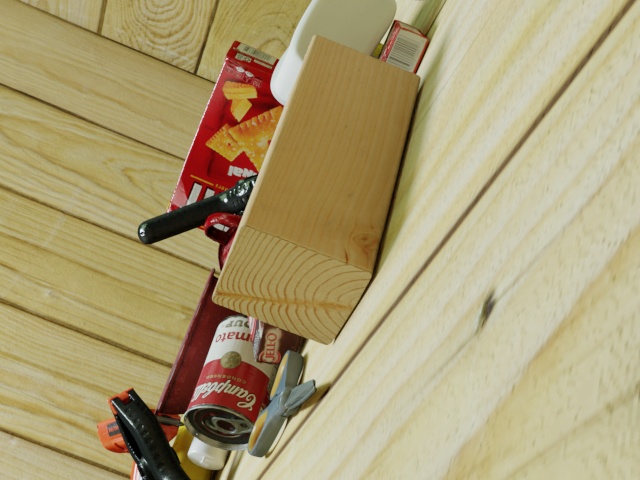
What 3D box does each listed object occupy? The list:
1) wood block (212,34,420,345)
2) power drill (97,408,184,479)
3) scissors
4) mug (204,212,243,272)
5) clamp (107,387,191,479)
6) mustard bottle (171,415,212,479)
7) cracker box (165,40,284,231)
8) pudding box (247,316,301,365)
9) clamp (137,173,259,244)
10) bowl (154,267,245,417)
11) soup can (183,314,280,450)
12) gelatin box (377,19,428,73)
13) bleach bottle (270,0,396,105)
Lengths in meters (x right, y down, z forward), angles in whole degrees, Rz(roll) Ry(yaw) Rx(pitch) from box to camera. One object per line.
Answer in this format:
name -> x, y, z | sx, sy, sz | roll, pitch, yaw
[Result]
wood block -> 0.001, -0.041, 0.769 | 0.090, 0.090, 0.206 | 117, 172, -48
power drill -> -0.206, 0.283, 1.141 | 0.185, 0.057, 0.187 | -24, 59, 40
scissors -> -0.019, 0.104, 0.789 | 0.202, 0.016, 0.096 | 121, 169, -57
mug -> -0.057, 0.001, 1.043 | 0.082, 0.117, 0.093 | -46, 22, 62
clamp -> -0.149, 0.217, 1.016 | 0.039, 0.171, 0.120 | -27, -7, -33
mustard bottle -> -0.132, 0.206, 1.229 | 0.096, 0.058, 0.191 | 123, 167, -56
cracker box -> -0.066, -0.097, 1.229 | 0.072, 0.164, 0.214 | -75, 9, -65
pudding box -> -0.034, 0.035, 0.900 | 0.090, 0.039, 0.114 | -110, 32, -61
clamp -> -0.067, -0.048, 1.108 | 0.210, 0.036, 0.164 | -21, 0, 31
bowl -> -0.114, 0.112, 1.074 | 0.162, 0.055, 0.162 | -159, 91, -84
soup can -> -0.074, 0.126, 0.948 | 0.069, 0.068, 0.102 | 119, 171, -50
gelatin box -> 0.058, -0.139, 0.907 | 0.073, 0.030, 0.089 | -87, 20, -73
bleach bottle -> -0.001, -0.180, 1.020 | 0.102, 0.068, 0.251 | -58, 8, -5
